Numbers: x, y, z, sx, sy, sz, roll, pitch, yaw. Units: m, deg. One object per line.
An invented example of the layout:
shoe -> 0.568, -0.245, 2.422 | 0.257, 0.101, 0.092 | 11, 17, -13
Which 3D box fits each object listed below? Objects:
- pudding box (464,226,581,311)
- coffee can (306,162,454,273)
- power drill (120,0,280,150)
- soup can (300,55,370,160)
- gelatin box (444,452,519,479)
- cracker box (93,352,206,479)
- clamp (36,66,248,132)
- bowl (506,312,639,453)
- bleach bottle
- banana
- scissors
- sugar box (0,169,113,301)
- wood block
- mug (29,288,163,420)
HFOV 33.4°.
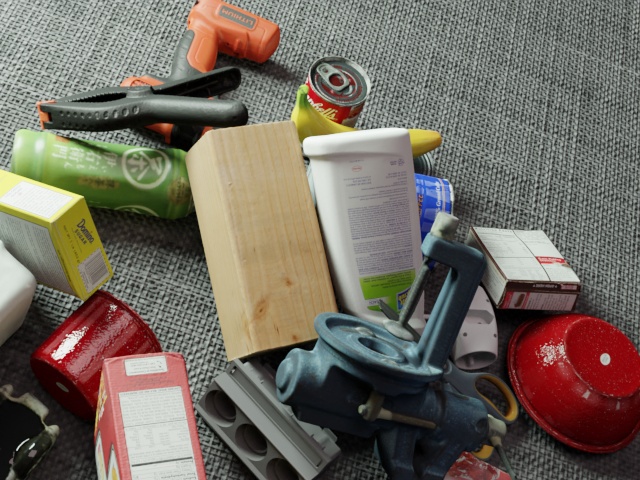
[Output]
pudding box -> 0.212, 0.029, 1.127 | 0.090, 0.039, 0.113 | 2, 29, -16
coffee can -> 0.054, -0.027, 1.097 | 0.140, 0.103, 0.103 | 11, 55, -11
power drill -> -0.109, -0.173, 1.170 | 0.184, 0.057, 0.187 | 23, 54, -2
soup can -> 0.007, -0.141, 1.158 | 0.068, 0.102, 0.068 | 9, 56, -13
gelatin box -> 0.135, 0.238, 0.992 | 0.089, 0.030, 0.073 | 29, 54, 3
cracker box -> -0.128, 0.218, 0.838 | 0.072, 0.164, 0.214 | -5, 59, -19
clamp -> -0.170, -0.137, 1.057 | 0.210, 0.036, 0.164 | -4, 22, 2
bowl -> 0.273, 0.131, 1.082 | 0.162, 0.055, 0.162 | 13, 51, -17
bleach bottle -> 0.047, 0.023, 1.016 | 0.102, 0.068, 0.251 | -8, 99, -13
banana -> 0.039, -0.108, 1.119 | 0.197, 0.070, 0.037 | 12, 55, -38
scissors -> 0.114, 0.140, 1.010 | 0.201, 0.016, 0.096 | 31, 63, -29
sugar box -> -0.270, -0.014, 0.946 | 0.176, 0.093, 0.048 | 20, 48, 32
wood block -> -0.056, 0.001, 1.008 | 0.090, 0.091, 0.206 | -10, 82, -24
mug -> -0.194, 0.112, 0.943 | 0.081, 0.093, 0.117 | -48, 117, -31
